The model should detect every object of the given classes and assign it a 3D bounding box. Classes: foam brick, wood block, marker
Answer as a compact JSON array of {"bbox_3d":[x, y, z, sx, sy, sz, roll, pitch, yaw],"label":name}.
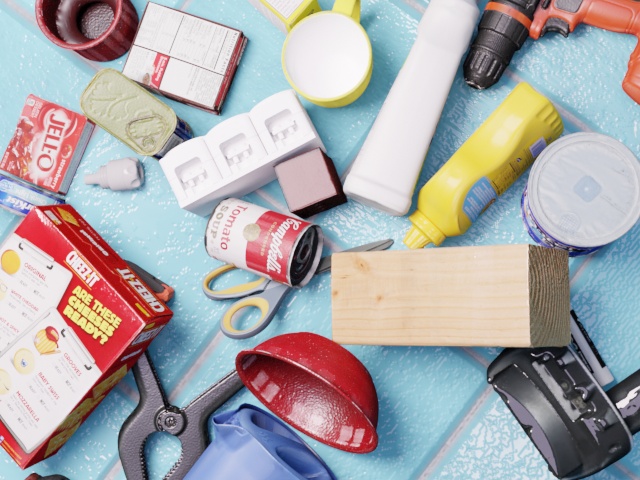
[{"bbox_3d":[-0.009,-0.056,1.077,0.053,0.078,0.051,-22,83,8],"label":"foam brick"},{"bbox_3d":[0.119,0.054,0.999,0.206,0.090,0.090,-3,84,35],"label":"wood block"},{"bbox_3d":[0.252,0.088,1.056,0.020,0.020,0.121,-29,82,5],"label":"marker"}]

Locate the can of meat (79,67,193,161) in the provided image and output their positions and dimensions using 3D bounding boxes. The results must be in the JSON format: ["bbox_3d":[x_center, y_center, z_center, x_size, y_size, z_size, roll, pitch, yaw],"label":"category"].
[{"bbox_3d":[-0.187,-0.125,1.104,0.102,0.084,0.057,35,90,9],"label":"can of meat"}]

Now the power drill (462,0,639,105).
[{"bbox_3d":[0.254,-0.205,1.061,0.188,0.057,0.184,27,89,9],"label":"power drill"}]

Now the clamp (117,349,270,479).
[{"bbox_3d":[-0.141,0.179,1.093,0.164,0.036,0.210,9,91,-2],"label":"clamp"}]

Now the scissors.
[{"bbox_3d":[-0.023,0.050,1.087,0.202,0.016,0.096,-6,60,7],"label":"scissors"}]

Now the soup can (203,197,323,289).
[{"bbox_3d":[-0.057,0.001,1.073,0.102,0.068,0.068,19,88,24],"label":"soup can"}]

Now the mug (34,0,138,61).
[{"bbox_3d":[-0.236,-0.247,1.122,0.093,0.081,0.117,24,89,9],"label":"mug"}]

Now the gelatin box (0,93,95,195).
[{"bbox_3d":[-0.293,-0.103,1.144,0.073,0.030,0.089,22,89,9],"label":"gelatin box"}]

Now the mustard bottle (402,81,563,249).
[{"bbox_3d":[0.152,-0.062,1.044,0.191,0.096,0.058,-47,68,2],"label":"mustard bottle"}]

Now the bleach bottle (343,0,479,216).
[{"bbox_3d":[0.100,-0.150,1.056,0.068,0.102,0.251,23,89,-1],"label":"bleach bottle"}]

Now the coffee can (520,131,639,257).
[{"bbox_3d":[0.244,-0.040,1.007,0.103,0.140,0.103,-1,85,8],"label":"coffee can"}]

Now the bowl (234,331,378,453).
[{"bbox_3d":[-0.002,0.138,1.036,0.162,0.162,0.055,31,63,9],"label":"bowl"}]

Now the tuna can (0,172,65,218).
[{"bbox_3d":[-0.311,-0.044,1.114,0.086,0.086,0.034,22,87,9],"label":"tuna can"}]

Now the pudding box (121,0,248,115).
[{"bbox_3d":[-0.144,-0.193,1.127,0.113,0.039,0.090,20,88,7],"label":"pudding box"}]

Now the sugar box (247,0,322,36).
[{"bbox_3d":[-0.074,-0.278,1.097,0.048,0.093,0.176,-45,81,1],"label":"sugar box"}]

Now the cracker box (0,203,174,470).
[{"bbox_3d":[-0.273,0.094,1.064,0.164,0.072,0.214,45,108,10],"label":"cracker box"}]

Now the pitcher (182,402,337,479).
[{"bbox_3d":[-0.094,0.294,1.042,0.149,0.145,0.243,42,96,21],"label":"pitcher"}]
